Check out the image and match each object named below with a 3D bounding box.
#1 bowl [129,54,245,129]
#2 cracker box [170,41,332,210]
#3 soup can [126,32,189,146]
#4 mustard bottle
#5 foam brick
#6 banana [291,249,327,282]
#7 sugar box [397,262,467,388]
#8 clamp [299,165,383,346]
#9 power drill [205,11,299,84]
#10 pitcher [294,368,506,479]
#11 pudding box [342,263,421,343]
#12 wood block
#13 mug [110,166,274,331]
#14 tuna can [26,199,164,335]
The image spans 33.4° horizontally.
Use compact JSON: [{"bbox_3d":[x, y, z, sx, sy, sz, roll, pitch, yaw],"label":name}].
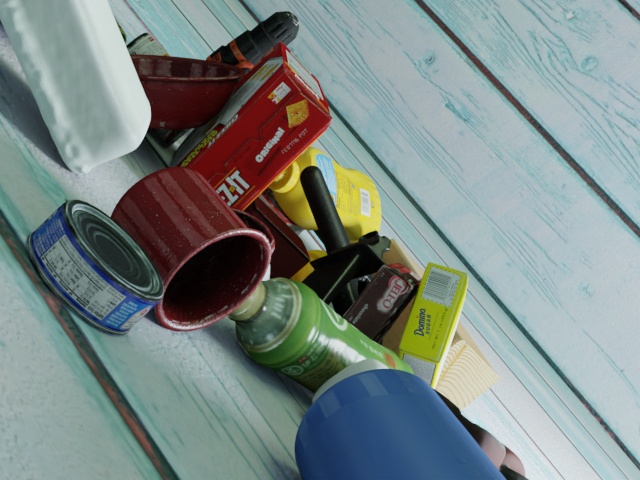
[{"bbox_3d":[-0.153,-0.141,1.017,0.162,0.055,0.162,5,15,-1],"label":"bowl"},{"bbox_3d":[-0.071,-0.102,1.043,0.072,0.164,0.213,43,10,-14],"label":"cracker box"},{"bbox_3d":[-0.170,-0.159,1.120,0.102,0.068,0.068,47,10,-5],"label":"soup can"},{"bbox_3d":[-0.003,-0.056,1.235,0.191,0.058,0.096,24,59,-51],"label":"mustard bottle"},{"bbox_3d":[-0.057,0.001,1.029,0.078,0.051,0.053,44,9,-21],"label":"foam brick"},{"bbox_3d":[0.000,0.041,1.165,0.069,0.037,0.197,49,9,9],"label":"banana"},{"bbox_3d":[0.102,0.099,1.032,0.048,0.093,0.176,19,-24,7],"label":"sugar box"},{"bbox_3d":[0.029,0.029,1.136,0.164,0.036,0.210,48,28,-43],"label":"clamp"},{"bbox_3d":[-0.090,-0.172,1.243,0.057,0.185,0.187,41,21,-32],"label":"power drill"},{"bbox_3d":[0.078,0.187,0.639,0.149,0.145,0.243,63,-4,-34],"label":"pitcher"},{"bbox_3d":[0.048,0.074,1.009,0.039,0.113,0.090,40,8,11],"label":"pudding box"},{"bbox_3d":[0.108,0.102,1.233,0.090,0.091,0.206,45,9,-36],"label":"wood block"},{"bbox_3d":[-0.086,0.000,0.750,0.117,0.093,0.082,-14,50,-39],"label":"mug"},{"bbox_3d":[-0.137,0.016,0.660,0.086,0.034,0.086,46,10,-10],"label":"tuna can"}]
